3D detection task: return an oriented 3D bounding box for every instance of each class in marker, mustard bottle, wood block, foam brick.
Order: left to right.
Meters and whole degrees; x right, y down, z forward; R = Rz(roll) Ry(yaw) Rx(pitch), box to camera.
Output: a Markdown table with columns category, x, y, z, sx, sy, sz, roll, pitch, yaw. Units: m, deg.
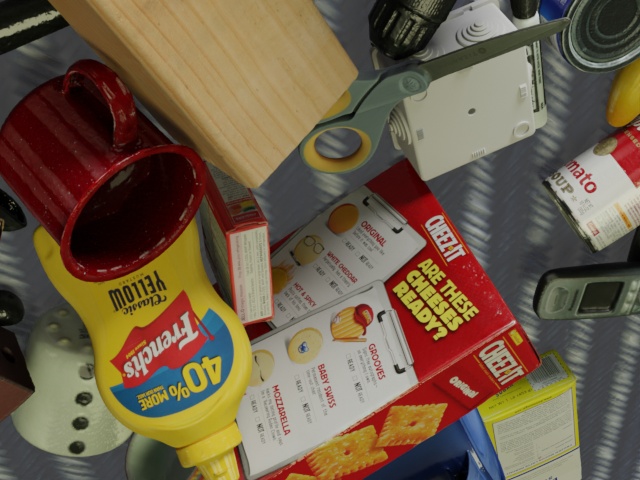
| category | x | y | z | sx | sy | sz | roll | pitch | yaw |
| --- | --- | --- | --- | --- | --- | --- | --- | --- | --- |
| foam brick | -0.223 | 0.077 | 0.650 | 0.051 | 0.053 | 0.078 | -40 | 142 | 7 |
| wood block | -0.079 | -0.130 | 0.530 | 0.090 | 0.091 | 0.206 | -49 | 136 | -8 |
| mustard bottle | -0.096 | 0.062 | 0.655 | 0.096 | 0.191 | 0.058 | -24 | 180 | -3 |
| marker | 0.137 | -0.124 | 0.705 | 0.020 | 0.020 | 0.121 | -22 | 136 | -5 |

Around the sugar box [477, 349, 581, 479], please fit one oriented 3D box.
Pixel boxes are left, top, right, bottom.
| category | x | y | z | sx | sy | sz | roll | pitch | yaw |
| --- | --- | --- | --- | --- | --- | --- | --- | --- | --- |
| sugar box | 0.192 | 0.182 | 0.995 | 0.093 | 0.048 | 0.176 | -22 | 139 | -6 |

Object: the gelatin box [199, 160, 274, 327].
| category | x | y | z | sx | sy | sz | roll | pitch | yaw |
| --- | --- | --- | --- | --- | --- | --- | --- | --- | --- |
| gelatin box | -0.055 | 0.001 | 0.690 | 0.030 | 0.073 | 0.089 | -15 | 134 | -13 |

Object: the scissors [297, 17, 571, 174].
| category | x | y | z | sx | sy | sz | roll | pitch | yaw |
| --- | --- | --- | --- | --- | --- | --- | --- | --- | --- |
| scissors | 0.053 | -0.082 | 0.636 | 0.202 | 0.016 | 0.096 | -4 | 139 | 21 |

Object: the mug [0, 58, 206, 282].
| category | x | y | z | sx | sy | sz | roll | pitch | yaw |
| --- | --- | --- | --- | --- | --- | --- | --- | --- | --- |
| mug | -0.121 | -0.046 | 0.576 | 0.093 | 0.082 | 0.117 | -29 | 150 | -31 |

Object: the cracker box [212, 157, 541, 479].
| category | x | y | z | sx | sy | sz | roll | pitch | yaw |
| --- | --- | --- | --- | --- | --- | --- | --- | --- | --- |
| cracker box | 0.014 | 0.069 | 0.721 | 0.214 | 0.164 | 0.072 | -33 | 139 | 6 |
